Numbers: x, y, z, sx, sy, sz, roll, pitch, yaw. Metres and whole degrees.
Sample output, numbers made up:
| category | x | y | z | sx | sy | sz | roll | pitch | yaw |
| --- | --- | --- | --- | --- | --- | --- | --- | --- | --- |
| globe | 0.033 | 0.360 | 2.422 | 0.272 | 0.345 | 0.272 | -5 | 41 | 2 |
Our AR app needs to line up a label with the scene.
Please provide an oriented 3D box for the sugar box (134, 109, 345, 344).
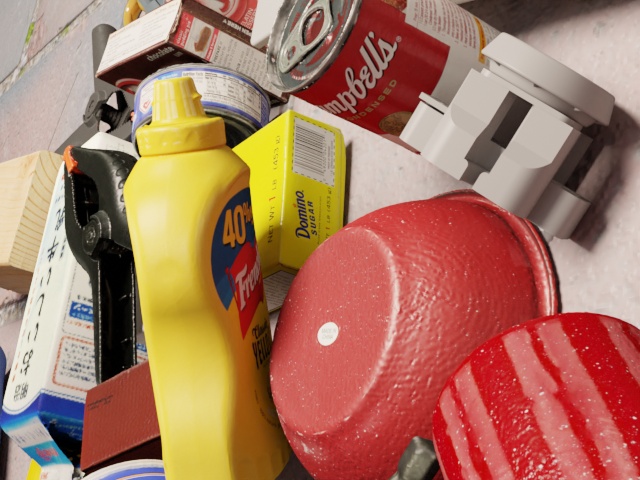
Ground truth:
| category | x | y | z | sx | sy | sz | roll | pitch | yaw |
| --- | --- | --- | --- | --- | --- | --- | --- | --- | --- |
| sugar box | -0.054 | 0.001 | 0.627 | 0.177 | 0.048 | 0.093 | -26 | 53 | 47 |

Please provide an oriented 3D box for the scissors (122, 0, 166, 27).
| category | x | y | z | sx | sy | sz | roll | pitch | yaw |
| --- | --- | --- | --- | --- | --- | --- | --- | --- | --- |
| scissors | -0.123 | -0.198 | 0.888 | 0.202 | 0.016 | 0.096 | 31 | 98 | 59 |

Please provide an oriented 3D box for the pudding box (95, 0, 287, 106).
| category | x | y | z | sx | sy | sz | roll | pitch | yaw |
| --- | --- | --- | --- | --- | --- | --- | --- | --- | --- |
| pudding box | -0.083 | -0.114 | 0.700 | 0.114 | 0.089 | 0.039 | -10 | 63 | 55 |

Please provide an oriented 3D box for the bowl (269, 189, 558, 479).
| category | x | y | z | sx | sy | sz | roll | pitch | yaw |
| --- | --- | --- | --- | --- | --- | --- | --- | --- | --- |
| bowl | 0.025 | 0.045 | 0.465 | 0.162 | 0.055 | 0.162 | -36 | 44 | 44 |

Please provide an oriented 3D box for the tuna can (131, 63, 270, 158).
| category | x | y | z | sx | sy | sz | roll | pitch | yaw |
| --- | --- | --- | --- | --- | --- | --- | --- | --- | --- |
| tuna can | -0.074 | -0.071 | 0.664 | 0.086 | 0.086 | 0.034 | -33 | 48 | 45 |

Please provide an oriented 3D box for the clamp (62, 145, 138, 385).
| category | x | y | z | sx | sy | sz | roll | pitch | yaw |
| --- | --- | --- | --- | --- | --- | --- | --- | --- | --- |
| clamp | -0.126 | 0.010 | 0.652 | 0.120 | 0.039 | 0.172 | -58 | 41 | 20 |

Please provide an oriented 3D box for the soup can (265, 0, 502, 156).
| category | x | y | z | sx | sy | sz | roll | pitch | yaw |
| --- | --- | --- | --- | --- | --- | --- | --- | --- | --- |
| soup can | 0.036 | -0.079 | 0.477 | 0.069 | 0.102 | 0.068 | -35 | 44 | 43 |

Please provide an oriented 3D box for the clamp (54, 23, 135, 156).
| category | x | y | z | sx | sy | sz | roll | pitch | yaw |
| --- | --- | --- | --- | --- | --- | --- | --- | --- | --- |
| clamp | -0.177 | -0.115 | 0.902 | 0.210 | 0.036 | 0.164 | 6 | 76 | 56 |

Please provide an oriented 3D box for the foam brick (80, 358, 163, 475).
| category | x | y | z | sx | sy | sz | roll | pitch | yaw |
| --- | --- | --- | --- | --- | --- | --- | --- | --- | --- |
| foam brick | -0.088 | 0.102 | 0.595 | 0.078 | 0.051 | 0.053 | -27 | 48 | 27 |

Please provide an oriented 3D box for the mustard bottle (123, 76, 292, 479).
| category | x | y | z | sx | sy | sz | roll | pitch | yaw |
| --- | --- | --- | --- | --- | --- | --- | --- | --- | --- |
| mustard bottle | -0.055 | 0.019 | 0.505 | 0.096 | 0.058 | 0.191 | -42 | -55 | -74 |

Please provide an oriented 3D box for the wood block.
| category | x | y | z | sx | sy | sz | roll | pitch | yaw |
| --- | --- | --- | --- | --- | --- | --- | --- | --- | --- |
| wood block | -0.235 | -0.008 | 0.877 | 0.206 | 0.090 | 0.091 | -4 | 68 | 56 |
